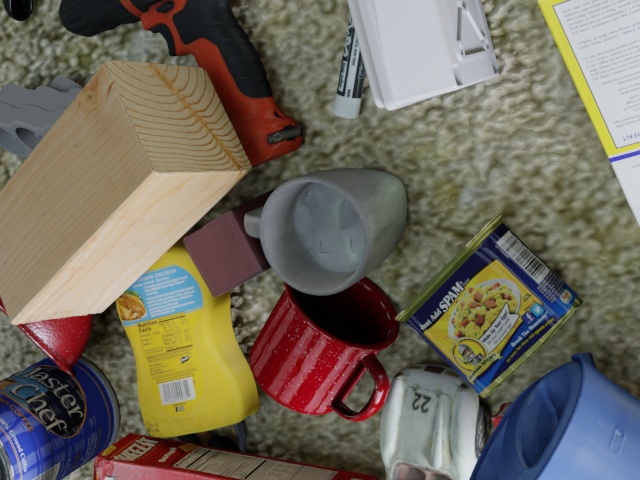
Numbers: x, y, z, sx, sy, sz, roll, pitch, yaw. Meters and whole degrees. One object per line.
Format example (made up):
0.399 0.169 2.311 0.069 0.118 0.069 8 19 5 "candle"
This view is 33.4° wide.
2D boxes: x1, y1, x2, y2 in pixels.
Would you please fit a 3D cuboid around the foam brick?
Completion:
-0.055 0.001 0.802 0.053 0.078 0.051 -28 91 30 "foam brick"

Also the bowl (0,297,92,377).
-0.241 0.038 0.889 0.055 0.162 0.162 -43 80 -10 "bowl"

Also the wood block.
-0.156 -0.030 0.771 0.206 0.090 0.091 -40 68 37 "wood block"

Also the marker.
0.027 -0.147 0.754 0.020 0.020 0.121 17 111 22 "marker"

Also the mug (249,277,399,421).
0.006 0.082 0.783 0.117 0.093 0.082 48 125 26 "mug"

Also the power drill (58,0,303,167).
-0.104 -0.134 0.803 0.185 0.057 0.187 -17 96 33 "power drill"

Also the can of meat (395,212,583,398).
0.117 0.046 0.739 0.084 0.057 0.102 45 119 7 "can of meat"

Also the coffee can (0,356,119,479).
-0.255 0.166 0.911 0.103 0.140 0.103 7 107 25 "coffee can"

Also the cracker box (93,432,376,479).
-0.071 0.251 0.823 0.214 0.072 0.164 6 98 17 "cracker box"

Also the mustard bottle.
-0.115 0.056 0.851 0.096 0.058 0.191 -14 90 28 "mustard bottle"
